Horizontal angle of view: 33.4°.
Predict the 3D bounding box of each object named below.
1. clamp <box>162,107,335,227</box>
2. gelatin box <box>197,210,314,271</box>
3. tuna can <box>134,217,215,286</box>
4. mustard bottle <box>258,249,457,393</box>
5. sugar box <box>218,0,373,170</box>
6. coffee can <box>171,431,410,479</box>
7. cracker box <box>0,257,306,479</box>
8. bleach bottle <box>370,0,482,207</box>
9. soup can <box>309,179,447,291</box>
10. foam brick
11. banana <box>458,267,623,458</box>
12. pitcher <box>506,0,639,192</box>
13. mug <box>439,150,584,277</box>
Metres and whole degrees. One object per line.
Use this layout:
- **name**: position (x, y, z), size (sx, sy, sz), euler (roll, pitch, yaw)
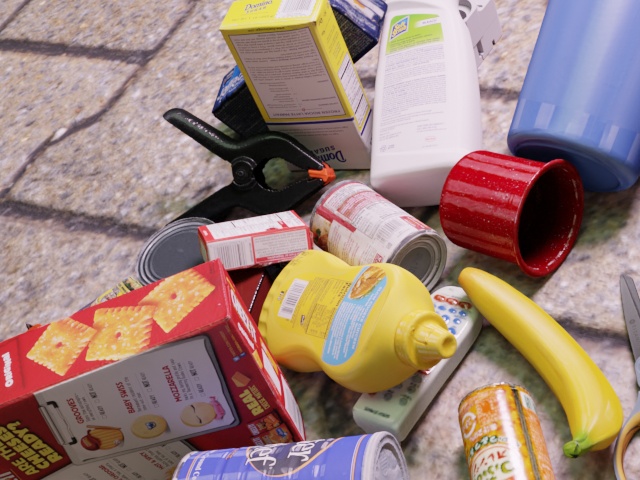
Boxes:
- **clamp**: position (-0.074, -0.072, 0.993), size (0.171, 0.120, 0.039), euler (-7, 10, 14)
- **gelatin box**: position (-0.056, 0.001, 0.903), size (0.089, 0.030, 0.073), euler (-9, 13, -10)
- **tuna can**: position (-0.122, 0.021, 0.968), size (0.086, 0.033, 0.086), euler (-14, 44, 13)
- **mustard bottle**: position (0.031, 0.062, 0.793), size (0.192, 0.058, 0.096), euler (8, 68, 55)
- **sugar box**: position (-0.013, -0.139, 0.966), size (0.093, 0.176, 0.048), euler (1, 52, 26)
- **coffee can**: position (-0.017, 0.185, 0.709), size (0.140, 0.102, 0.102), euler (-9, 45, 18)
- **cracker box**: position (-0.137, 0.121, 0.784), size (0.214, 0.164, 0.072), euler (-21, 41, 6)
- **bleach bottle**: position (0.101, -0.156, 0.960), size (0.103, 0.068, 0.251), euler (-7, 63, 24)
- **soup can**: position (0.047, 0.000, 0.882), size (0.068, 0.068, 0.102), euler (-40, 45, -14)
- **foam brick**: position (-0.078, 0.058, 0.897), size (0.078, 0.053, 0.051), euler (-1, 48, 25)
- **banana**: position (0.161, 0.083, 0.753), size (0.037, 0.069, 0.198), euler (-53, 33, 17)
- **pitcher**: position (0.243, -0.164, 0.878), size (0.145, 0.149, 0.243), euler (6, 72, 58)
- **mug**: position (0.157, -0.029, 0.853), size (0.117, 0.093, 0.082), euler (-19, 27, -41)
